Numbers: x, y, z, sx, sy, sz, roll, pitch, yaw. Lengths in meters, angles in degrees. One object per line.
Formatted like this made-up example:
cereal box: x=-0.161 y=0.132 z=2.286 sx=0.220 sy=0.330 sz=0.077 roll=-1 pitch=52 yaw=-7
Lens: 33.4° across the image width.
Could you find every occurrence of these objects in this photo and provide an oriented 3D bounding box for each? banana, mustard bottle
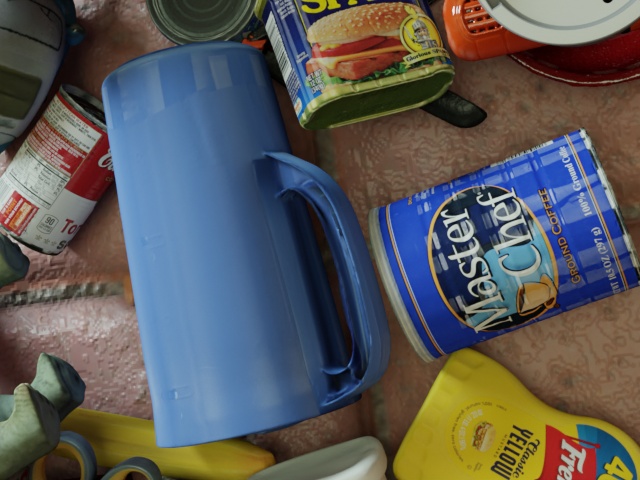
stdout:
banana: x=-0.128 y=0.140 z=0.731 sx=0.198 sy=0.069 sz=0.037 roll=10 pitch=82 yaw=1
mustard bottle: x=0.148 y=0.151 z=0.666 sx=0.192 sy=0.058 sz=0.096 roll=28 pitch=77 yaw=11

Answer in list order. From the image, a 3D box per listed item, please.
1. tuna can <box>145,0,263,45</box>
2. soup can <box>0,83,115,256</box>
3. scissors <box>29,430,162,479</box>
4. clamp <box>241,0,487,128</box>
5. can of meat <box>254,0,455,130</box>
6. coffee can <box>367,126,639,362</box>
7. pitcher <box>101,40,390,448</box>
tuna can: x=-0.076 y=-0.171 z=0.736 sx=0.086 sy=0.033 sz=0.086 roll=0 pitch=90 yaw=14
soup can: x=-0.180 y=-0.049 z=0.744 sx=0.068 sy=0.068 sz=0.102 roll=39 pitch=99 yaw=11
scissors: x=-0.184 y=0.208 z=0.712 sx=0.096 sy=0.016 sz=0.202 roll=42 pitch=105 yaw=0
clamp: x=0.033 y=-0.140 z=0.708 sx=0.172 sy=0.039 sz=0.120 roll=8 pitch=78 yaw=15
can of meat: x=0.022 y=-0.120 z=0.644 sx=0.102 sy=0.057 sz=0.084 roll=-16 pitch=77 yaw=-17
coffee can: x=0.112 y=0.004 z=0.654 sx=0.140 sy=0.102 sz=0.103 roll=-21 pitch=85 yaw=12
pitcher: x=-0.054 y=0.001 z=0.675 sx=0.149 sy=0.145 sz=0.243 roll=-12 pitch=88 yaw=-7
